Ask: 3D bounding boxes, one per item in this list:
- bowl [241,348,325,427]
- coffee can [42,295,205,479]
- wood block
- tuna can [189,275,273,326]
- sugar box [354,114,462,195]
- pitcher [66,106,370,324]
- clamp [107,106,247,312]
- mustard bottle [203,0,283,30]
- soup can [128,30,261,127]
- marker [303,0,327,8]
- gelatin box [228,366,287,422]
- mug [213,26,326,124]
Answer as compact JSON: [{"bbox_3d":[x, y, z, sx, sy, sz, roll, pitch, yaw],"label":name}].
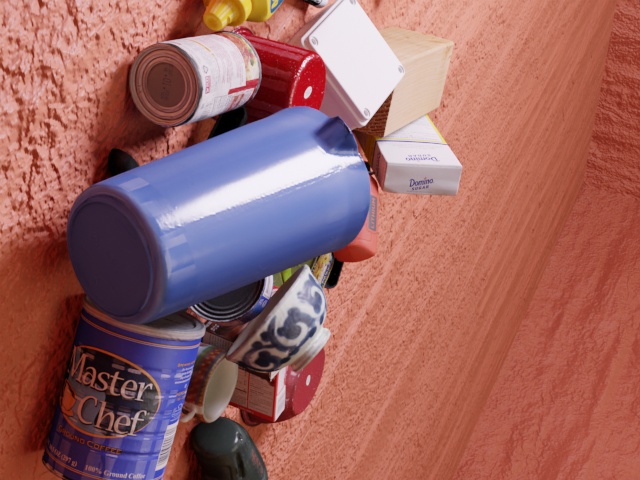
[{"bbox_3d":[-0.038,0.166,1.340,0.162,0.055,0.162,-53,153,-43],"label":"bowl"},{"bbox_3d":[-0.163,0.125,0.883,0.102,0.103,0.140,-2,109,-70],"label":"coffee can"},{"bbox_3d":[0.080,-0.196,1.285,0.205,0.090,0.091,-35,139,-61],"label":"wood block"},{"bbox_3d":[-0.089,0.040,1.034,0.033,0.086,0.086,46,64,-70],"label":"tuna can"},{"bbox_3d":[0.103,-0.110,1.297,0.176,0.093,0.048,-105,-160,-58],"label":"sugar box"},{"bbox_3d":[-0.084,-0.014,0.862,0.242,0.145,0.149,-24,118,-48],"label":"pitcher"},{"bbox_3d":[-0.135,-0.012,0.936,0.164,0.036,0.210,-22,132,-53],"label":"clamp"},{"bbox_3d":[-0.048,-0.248,0.930,0.191,0.058,0.096,-58,162,-33],"label":"mustard bottle"},{"bbox_3d":[-0.101,-0.133,0.873,0.102,0.069,0.068,-32,137,-61],"label":"soup can"},{"bbox_3d":[-0.021,-0.251,1.062,0.121,0.020,0.020,-5,112,-70],"label":"marker"},{"bbox_3d":[-0.075,0.151,1.194,0.030,0.073,0.089,-46,148,-53],"label":"gelatin box"},{"bbox_3d":[-0.045,-0.138,1.001,0.093,0.082,0.117,-63,159,-24],"label":"mug"}]
